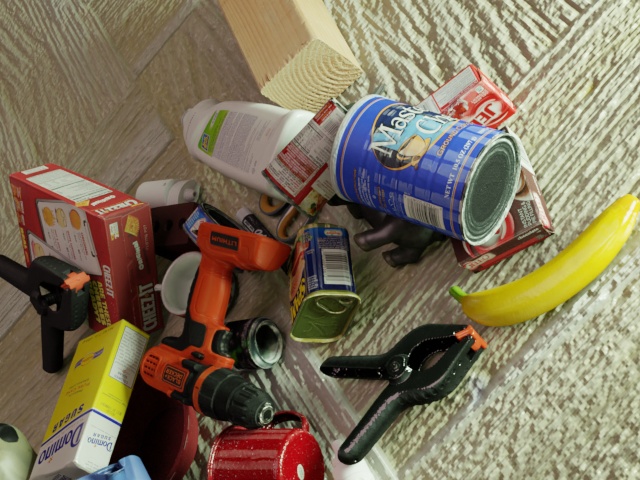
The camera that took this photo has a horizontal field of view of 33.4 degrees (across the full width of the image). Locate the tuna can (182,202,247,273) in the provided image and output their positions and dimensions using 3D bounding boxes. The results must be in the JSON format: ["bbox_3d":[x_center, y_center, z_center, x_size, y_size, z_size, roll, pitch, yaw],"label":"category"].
[{"bbox_3d":[-0.109,-0.003,1.181,0.034,0.086,0.086,-51,48,8],"label":"tuna can"}]

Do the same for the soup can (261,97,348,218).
[{"bbox_3d":[0.001,-0.081,1.040,0.102,0.068,0.069,-47,48,6],"label":"soup can"}]

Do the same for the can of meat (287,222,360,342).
[{"bbox_3d":[0.000,0.042,1.066,0.102,0.057,0.084,112,157,-56],"label":"can of meat"}]

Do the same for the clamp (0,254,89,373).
[{"bbox_3d":[-0.321,0.079,1.271,0.210,0.036,0.164,-15,103,53],"label":"clamp"}]

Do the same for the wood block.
[{"bbox_3d":[-0.044,-0.248,1.235,0.091,0.090,0.206,-41,50,20],"label":"wood block"}]

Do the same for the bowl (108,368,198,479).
[{"bbox_3d":[-0.185,0.219,1.165,0.162,0.055,0.162,-17,60,33],"label":"bowl"}]

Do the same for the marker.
[{"bbox_3d":[-0.058,0.001,1.182,0.020,0.020,0.121,-52,47,9],"label":"marker"}]

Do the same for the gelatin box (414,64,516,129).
[{"bbox_3d":[0.136,-0.122,1.040,0.089,0.073,0.030,-36,52,21],"label":"gelatin box"}]

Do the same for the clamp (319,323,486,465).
[{"bbox_3d":[0.071,0.123,1.003,0.171,0.039,0.120,-35,47,9],"label":"clamp"}]

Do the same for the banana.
[{"bbox_3d":[0.198,0.029,0.945,0.198,0.037,0.069,-29,56,27],"label":"banana"}]

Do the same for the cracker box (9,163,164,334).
[{"bbox_3d":[-0.279,0.011,1.275,0.214,0.071,0.164,21,124,43],"label":"cracker box"}]

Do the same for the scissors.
[{"bbox_3d":[-0.005,-0.092,1.183,0.096,0.016,0.202,24,87,43],"label":"scissors"}]

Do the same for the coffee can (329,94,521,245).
[{"bbox_3d":[0.093,-0.065,0.959,0.140,0.102,0.103,21,85,32],"label":"coffee can"}]

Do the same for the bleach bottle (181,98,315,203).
[{"bbox_3d":[-0.089,-0.121,1.221,0.251,0.068,0.102,29,95,52],"label":"bleach bottle"}]

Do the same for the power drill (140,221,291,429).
[{"bbox_3d":[-0.094,0.083,1.070,0.185,0.057,0.187,15,84,42],"label":"power drill"}]

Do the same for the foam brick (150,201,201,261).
[{"bbox_3d":[-0.161,-0.009,1.250,0.078,0.051,0.053,-7,67,37],"label":"foam brick"}]

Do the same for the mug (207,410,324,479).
[{"bbox_3d":[-0.046,0.215,1.037,0.082,0.093,0.117,-8,38,32],"label":"mug"}]

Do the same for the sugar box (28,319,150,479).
[{"bbox_3d":[-0.247,0.178,1.143,0.094,0.048,0.176,-28,36,40],"label":"sugar box"}]

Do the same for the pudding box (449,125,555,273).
[{"bbox_3d":[0.160,-0.038,1.004,0.090,0.039,0.113,-29,55,26],"label":"pudding box"}]
